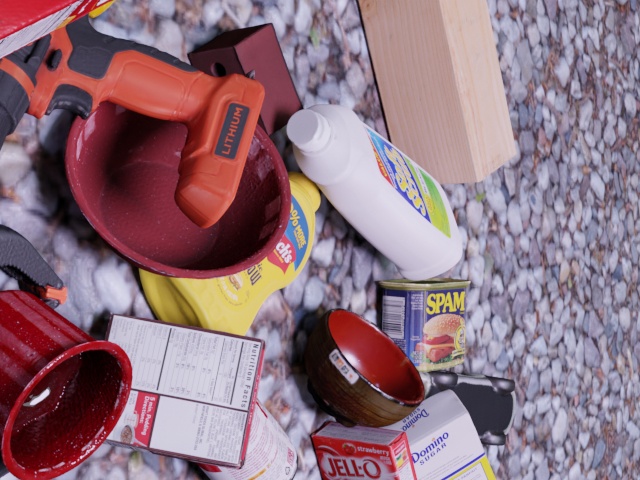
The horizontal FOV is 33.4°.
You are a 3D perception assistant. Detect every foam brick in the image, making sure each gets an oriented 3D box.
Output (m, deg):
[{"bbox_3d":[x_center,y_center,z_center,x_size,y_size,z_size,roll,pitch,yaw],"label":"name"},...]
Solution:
[{"bbox_3d":[-0.058,-0.124,0.839,0.051,0.053,0.078,-44,122,-43],"label":"foam brick"}]

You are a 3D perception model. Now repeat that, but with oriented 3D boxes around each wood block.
[{"bbox_3d":[0.113,-0.165,1.027,0.090,0.091,0.206,-34,116,-48],"label":"wood block"}]

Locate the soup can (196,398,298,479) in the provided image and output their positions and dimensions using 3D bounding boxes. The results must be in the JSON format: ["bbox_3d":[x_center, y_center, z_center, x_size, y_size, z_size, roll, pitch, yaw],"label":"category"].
[{"bbox_3d":[-0.068,0.148,0.811,0.102,0.069,0.068,57,48,-35],"label":"soup can"}]

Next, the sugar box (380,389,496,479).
[{"bbox_3d":[0.114,0.225,1.011,0.093,0.048,0.176,-29,126,-5],"label":"sugar box"}]

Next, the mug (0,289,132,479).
[{"bbox_3d":[-0.167,0.084,0.641,0.093,0.082,0.117,-60,150,0],"label":"mug"}]

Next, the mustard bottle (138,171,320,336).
[{"bbox_3d":[-0.055,0.001,0.837,0.191,0.058,0.096,-48,118,-42],"label":"mustard bottle"}]

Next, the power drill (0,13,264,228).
[{"bbox_3d":[-0.137,-0.080,0.670,0.187,0.057,0.184,26,60,-19],"label":"power drill"}]

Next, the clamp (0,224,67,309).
[{"bbox_3d":[-0.222,0.016,0.634,0.171,0.039,0.120,-6,110,-57],"label":"clamp"}]

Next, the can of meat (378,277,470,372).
[{"bbox_3d":[0.100,0.080,1.036,0.101,0.058,0.084,-1,93,-51],"label":"can of meat"}]

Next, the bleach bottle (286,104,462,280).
[{"bbox_3d":[0.043,-0.045,0.907,0.250,0.068,0.102,31,39,-59],"label":"bleach bottle"}]

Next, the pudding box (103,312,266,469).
[{"bbox_3d":[-0.100,0.104,0.739,0.039,0.113,0.090,103,-2,-75],"label":"pudding box"}]

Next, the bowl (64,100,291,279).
[{"bbox_3d":[-0.104,-0.033,0.743,0.162,0.055,0.162,14,54,-20],"label":"bowl"}]

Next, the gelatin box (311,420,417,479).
[{"bbox_3d":[0.040,0.200,0.930,0.030,0.089,0.073,-31,113,-46],"label":"gelatin box"}]
